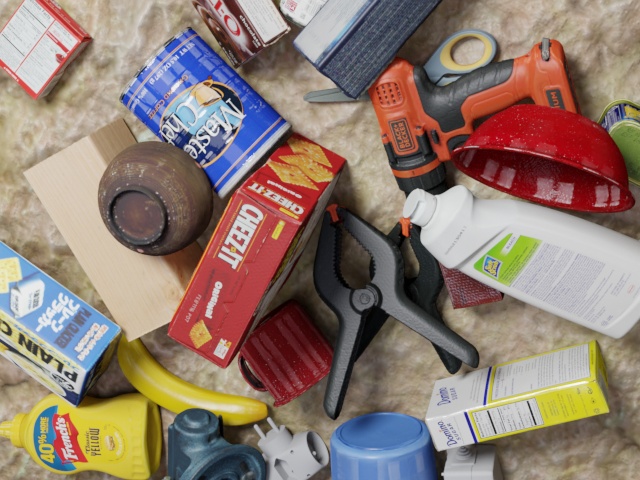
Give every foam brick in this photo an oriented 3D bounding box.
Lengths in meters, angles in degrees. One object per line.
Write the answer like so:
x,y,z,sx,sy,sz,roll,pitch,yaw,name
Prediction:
0.150,0.022,1.068,0.053,0.051,0.078,-13,105,18,foam brick

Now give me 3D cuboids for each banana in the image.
-0.155,0.163,1.198,0.198,0.037,0.070,33,113,1,banana

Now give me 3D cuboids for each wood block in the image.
-0.205,-0.013,1.121,0.091,0.090,0.206,-26,101,20,wood block

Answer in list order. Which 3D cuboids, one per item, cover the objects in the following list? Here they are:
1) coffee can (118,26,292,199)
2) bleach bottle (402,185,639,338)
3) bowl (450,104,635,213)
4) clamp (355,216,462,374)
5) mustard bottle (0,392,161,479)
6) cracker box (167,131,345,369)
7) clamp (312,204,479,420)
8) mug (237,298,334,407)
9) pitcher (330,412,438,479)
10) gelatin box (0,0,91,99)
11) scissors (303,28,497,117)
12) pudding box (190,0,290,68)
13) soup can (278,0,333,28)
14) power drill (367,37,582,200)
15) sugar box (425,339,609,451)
-0.112,-0.125,1.053,0.140,0.102,0.103,44,112,-4,coffee can
0.197,0.005,1.001,0.250,0.068,0.103,23,114,-16,bleach bottle
0.197,-0.075,0.920,0.162,0.162,0.055,17,82,7,bowl
0.098,0.060,1.100,0.120,0.039,0.171,12,111,9,clamp
-0.283,0.224,1.238,0.192,0.058,0.096,1,101,14,mustard bottle
-0.057,0.001,1.023,0.072,0.213,0.164,29,113,2,cracker box
0.059,0.060,1.064,0.165,0.036,0.210,-15,83,13,clamp
-0.043,0.121,1.134,0.117,0.093,0.081,-34,94,39,mug
0.081,0.317,1.142,0.149,0.145,0.243,-3,105,12,pitcher
-0.292,-0.204,1.109,0.073,0.030,0.089,44,112,-2,gelatin box
0.085,-0.166,1.036,0.202,0.016,0.096,10,113,9,scissors
-0.086,-0.228,1.019,0.039,0.090,0.113,-39,100,-20,pudding box
0.010,-0.250,0.999,0.068,0.068,0.102,26,113,3,soup can
0.151,-0.102,1.009,0.188,0.057,0.184,-13,119,18,power drill
0.199,0.158,1.081,0.176,0.093,0.048,-20,103,20,sugar box
